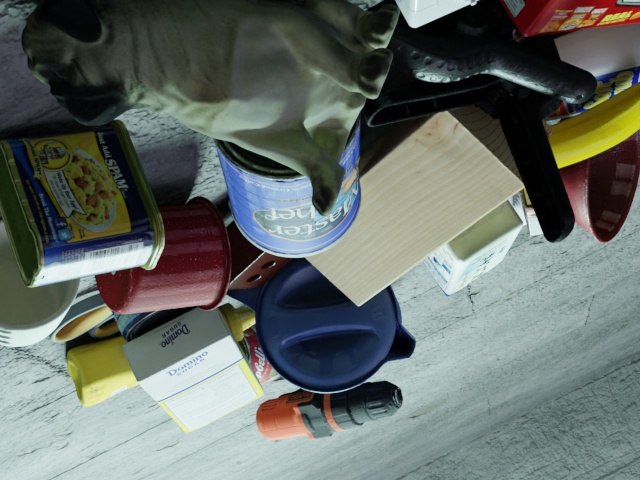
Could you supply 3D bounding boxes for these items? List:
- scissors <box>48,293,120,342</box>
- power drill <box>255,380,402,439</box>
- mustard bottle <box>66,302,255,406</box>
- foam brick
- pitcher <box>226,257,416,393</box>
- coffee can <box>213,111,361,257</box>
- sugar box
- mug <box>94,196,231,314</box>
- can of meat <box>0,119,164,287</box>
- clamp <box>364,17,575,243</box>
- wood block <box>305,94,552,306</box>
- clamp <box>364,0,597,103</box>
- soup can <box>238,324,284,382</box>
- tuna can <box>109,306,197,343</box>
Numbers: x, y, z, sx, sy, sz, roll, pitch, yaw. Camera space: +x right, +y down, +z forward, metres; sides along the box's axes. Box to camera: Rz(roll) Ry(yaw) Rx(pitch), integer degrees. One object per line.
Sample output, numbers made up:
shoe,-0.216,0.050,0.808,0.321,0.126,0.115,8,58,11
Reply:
scissors,-0.156,0.042,0.976,0.202,0.016,0.096,-29,161,6
power drill,0.031,0.155,1.243,0.185,0.057,0.187,-14,-159,29
mustard bottle,-0.153,0.106,1.065,0.191,0.058,0.096,-19,169,-19
foam brick,-0.056,0.001,0.944,0.052,0.051,0.078,-2,149,-48
pitcher,0.011,0.076,1.080,0.145,0.149,0.242,-28,172,5
coffee can,-0.022,-0.060,0.767,0.102,0.103,0.140,-24,159,-7
sugar box,-0.116,0.123,1.010,0.093,0.048,0.176,-26,152,-5
mug,-0.134,0.013,0.850,0.081,0.093,0.117,-6,-172,-33
can of meat,-0.160,-0.024,0.694,0.083,0.102,0.058,-12,155,-30
clamp,0.121,-0.111,0.772,0.164,0.209,0.036,27,140,-11
wood block,0.077,-0.045,0.875,0.206,0.091,0.090,-40,-169,42
clamp,0.101,-0.148,0.743,0.171,0.120,0.039,6,132,-19
soup can,-0.072,0.128,1.205,0.069,0.068,0.102,-39,156,30
tuna can,-0.142,0.058,0.955,0.086,0.034,0.086,-25,161,-9
